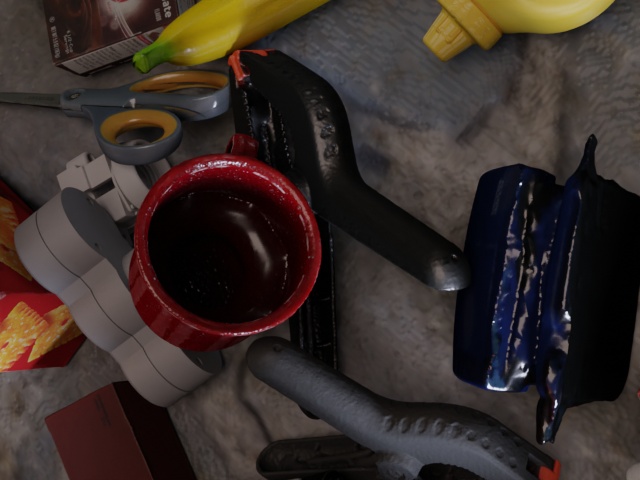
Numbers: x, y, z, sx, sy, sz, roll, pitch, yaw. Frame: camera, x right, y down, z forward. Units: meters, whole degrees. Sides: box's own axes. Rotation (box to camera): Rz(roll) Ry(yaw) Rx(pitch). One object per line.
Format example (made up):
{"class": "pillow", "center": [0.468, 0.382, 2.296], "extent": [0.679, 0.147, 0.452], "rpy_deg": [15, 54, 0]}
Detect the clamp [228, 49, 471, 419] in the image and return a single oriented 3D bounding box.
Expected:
{"class": "clamp", "center": [0.002, -0.024, 0.577], "extent": [0.165, 0.036, 0.210], "rpy_deg": [-41, 62, 51]}

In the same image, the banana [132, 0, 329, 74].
{"class": "banana", "center": [-0.014, -0.145, 0.611], "extent": [0.198, 0.069, 0.037], "rpy_deg": [-28, 114, 8]}

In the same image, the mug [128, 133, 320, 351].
{"class": "mug", "center": [-0.054, 0.001, 0.559], "extent": [0.093, 0.082, 0.117], "rpy_deg": [12, 71, -13]}

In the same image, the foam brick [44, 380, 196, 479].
{"class": "foam brick", "center": [-0.117, 0.127, 0.632], "extent": [0.053, 0.051, 0.078], "rpy_deg": [-28, 77, 15]}

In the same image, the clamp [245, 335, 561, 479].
{"class": "clamp", "center": [0.037, 0.114, 0.569], "extent": [0.171, 0.120, 0.039], "rpy_deg": [20, 56, 7]}

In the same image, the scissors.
{"class": "scissors", "center": [-0.150, -0.074, 0.653], "extent": [0.202, 0.096, 0.016], "rpy_deg": [-3, 128, 18]}

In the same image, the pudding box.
{"class": "pudding box", "center": [-0.129, -0.169, 0.667], "extent": [0.090, 0.039, 0.113], "rpy_deg": [-16, 80, 18]}
